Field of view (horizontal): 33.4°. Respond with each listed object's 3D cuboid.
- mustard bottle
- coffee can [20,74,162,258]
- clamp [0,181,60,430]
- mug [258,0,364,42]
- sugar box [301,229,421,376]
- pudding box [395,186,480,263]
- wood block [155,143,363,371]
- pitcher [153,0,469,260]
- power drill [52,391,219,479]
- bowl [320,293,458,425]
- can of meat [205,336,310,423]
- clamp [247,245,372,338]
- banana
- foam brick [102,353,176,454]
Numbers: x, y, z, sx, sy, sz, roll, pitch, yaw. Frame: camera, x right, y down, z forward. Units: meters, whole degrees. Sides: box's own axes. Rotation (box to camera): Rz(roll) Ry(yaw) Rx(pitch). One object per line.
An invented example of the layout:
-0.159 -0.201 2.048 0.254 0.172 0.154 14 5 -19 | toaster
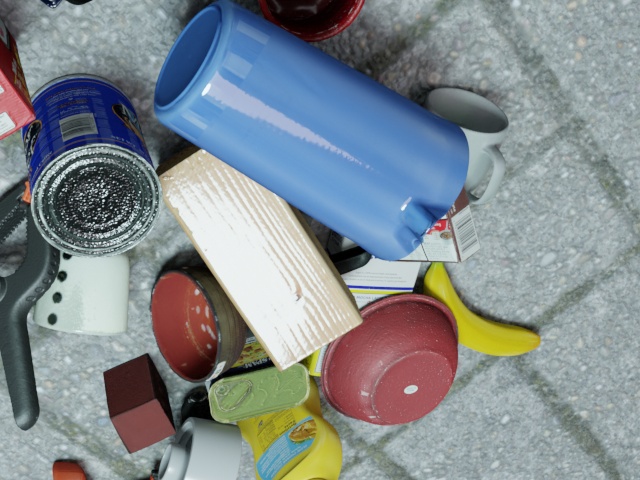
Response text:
-0.026 0.213 1.086 0.096 0.192 0.058 -41 125 9 | mustard bottle
-0.193 -0.064 0.887 0.102 0.140 0.103 -9 123 -14 | coffee can
-0.296 0.047 0.935 0.165 0.036 0.210 11 78 13 | clamp
-0.018 -0.212 0.891 0.093 0.081 0.117 -4 122 -17 | mug
0.043 0.059 1.104 0.093 0.048 0.176 4 115 -22 | sugar box
0.092 -0.035 0.999 0.039 0.090 0.113 -33 114 -41 | pudding box
-0.056 0.001 0.963 0.091 0.090 0.206 -32 103 3 | wood block
-0.011 -0.095 0.872 0.242 0.149 0.145 28 67 -28 | pitcher
-0.186 0.255 1.141 0.187 0.057 0.184 -11 117 -11 | power drill
0.084 0.137 1.105 0.162 0.055 0.162 -12 124 -18 | bowl
-0.071 0.130 1.085 0.102 0.084 0.057 -12 124 -12 | can of meat
-0.030 0.036 1.049 0.120 0.039 0.172 30 119 4 | clamp
0.168 0.084 1.167 0.070 0.037 0.197 -41 124 11 | banana
-0.182 0.163 1.072 0.051 0.078 0.053 -22 125 -3 | foam brick
